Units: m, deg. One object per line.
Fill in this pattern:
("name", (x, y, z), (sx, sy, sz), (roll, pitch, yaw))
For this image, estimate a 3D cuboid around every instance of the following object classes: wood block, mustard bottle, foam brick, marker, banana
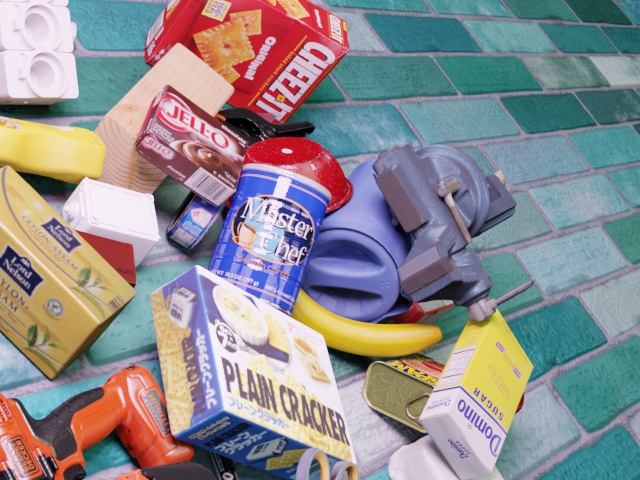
("wood block", (-0.187, -0.130, 1.216), (0.090, 0.091, 0.206), (39, 34, -9))
("mustard bottle", (-0.316, -0.097, 1.053), (0.191, 0.058, 0.096), (8, 8, -41))
("foam brick", (-0.226, 0.029, 1.043), (0.078, 0.051, 0.053), (18, 44, -34))
("marker", (-0.082, 0.237, 1.004), (0.020, 0.020, 0.121), (5, 51, -43))
("banana", (0.037, 0.097, 1.215), (0.197, 0.070, 0.037), (21, 28, -6))

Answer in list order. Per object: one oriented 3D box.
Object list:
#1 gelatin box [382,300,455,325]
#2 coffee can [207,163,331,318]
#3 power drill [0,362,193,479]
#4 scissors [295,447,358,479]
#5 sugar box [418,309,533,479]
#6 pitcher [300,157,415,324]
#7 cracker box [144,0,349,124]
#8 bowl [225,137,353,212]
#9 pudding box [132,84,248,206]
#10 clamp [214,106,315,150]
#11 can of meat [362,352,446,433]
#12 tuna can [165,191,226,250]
("gelatin box", (0.121, 0.092, 1.320), (0.089, 0.073, 0.030), (-13, 63, -50))
("coffee can", (-0.057, 0.001, 1.143), (0.102, 0.103, 0.140), (24, 78, -27))
("power drill", (-0.196, 0.191, 0.899), (0.187, 0.057, 0.184), (-16, 72, -53))
("scissors", (-0.011, 0.275, 0.964), (0.096, 0.016, 0.201), (56, 41, -30))
("sugar box", (0.174, 0.166, 1.169), (0.093, 0.048, 0.176), (55, 39, -19))
("pitcher", (0.048, -0.014, 1.315), (0.242, 0.145, 0.149), (-62, 136, -58))
("cracker box", (-0.095, -0.255, 1.377), (0.213, 0.164, 0.072), (24, 41, -27))
("bowl", (-0.041, -0.082, 1.268), (0.162, 0.055, 0.162), (-1, 26, 0))
("pudding box", (-0.135, -0.100, 1.124), (0.113, 0.039, 0.090), (37, 36, -22))
("clamp", (-0.068, -0.120, 1.377), (0.171, 0.039, 0.120), (8, 45, -32))
("can of meat", (0.114, 0.170, 1.217), (0.102, 0.057, 0.083), (21, 17, 34))
("tuna can", (-0.134, -0.033, 1.174), (0.033, 0.086, 0.086), (35, 35, -12))
